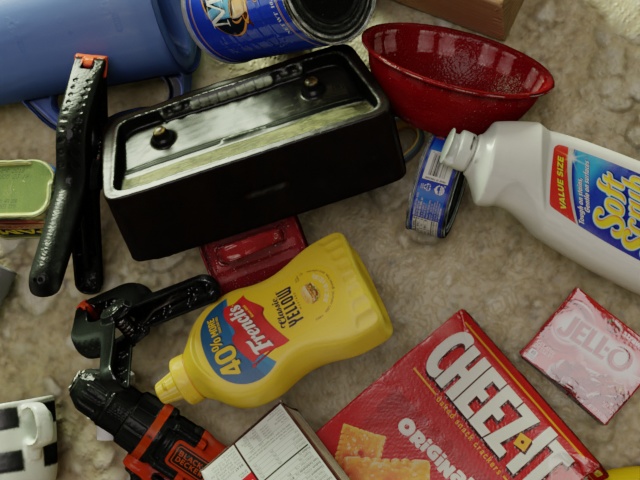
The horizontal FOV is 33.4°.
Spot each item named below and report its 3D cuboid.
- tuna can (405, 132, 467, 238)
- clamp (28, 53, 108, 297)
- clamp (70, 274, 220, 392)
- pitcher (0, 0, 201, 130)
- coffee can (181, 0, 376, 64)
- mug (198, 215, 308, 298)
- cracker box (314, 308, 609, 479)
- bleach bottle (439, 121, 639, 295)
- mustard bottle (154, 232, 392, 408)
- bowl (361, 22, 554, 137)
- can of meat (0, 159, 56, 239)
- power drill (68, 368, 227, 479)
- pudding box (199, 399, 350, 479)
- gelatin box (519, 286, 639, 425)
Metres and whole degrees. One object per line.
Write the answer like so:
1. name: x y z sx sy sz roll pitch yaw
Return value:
1. tuna can: 0.099 -0.046 0.878 0.034 0.086 0.086 17 84 12
2. clamp: -0.201 -0.049 0.878 0.036 0.164 0.210 5 95 0
3. clamp: -0.165 0.075 0.876 0.120 0.172 0.039 -44 111 -34
4. pitcher: -0.234 -0.180 0.954 0.243 0.145 0.149 -11 56 13
5. coffee can: -0.037 -0.206 0.893 0.141 0.102 0.103 2 78 50
6. mug: -0.056 0.001 0.888 0.081 0.117 0.093 -21 90 2
7. cracker box: 0.087 0.185 0.833 0.214 0.072 0.164 -41 64 3
8. bleach bottle: 0.210 -0.020 0.824 0.250 0.068 0.102 21 81 -4
9. mustard bottle: -0.045 0.077 0.842 0.192 0.058 0.096 -29 58 7
10. bowl: 0.106 -0.127 0.877 0.162 0.161 0.055 21 118 14
11. can of meat: -0.266 -0.037 0.950 0.102 0.084 0.057 -2 80 11
12. power drill: -0.164 0.221 0.879 0.184 0.057 0.187 34 91 -1
13. pudding box: -0.027 0.192 0.810 0.090 0.039 0.114 -41 60 1
14. gelatin box: 0.217 0.093 0.858 0.089 0.030 0.073 41 89 15
